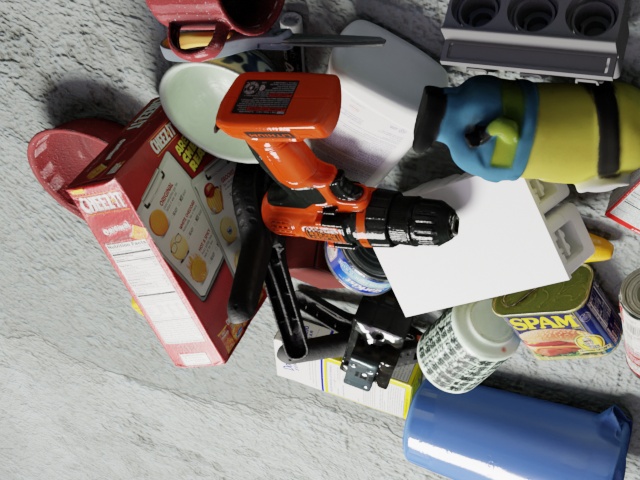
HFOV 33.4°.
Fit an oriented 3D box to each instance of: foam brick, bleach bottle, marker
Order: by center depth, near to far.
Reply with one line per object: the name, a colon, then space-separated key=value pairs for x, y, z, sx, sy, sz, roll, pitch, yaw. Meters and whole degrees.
marker: x=-0.022 y=-0.147 z=0.930 sx=0.020 sy=0.020 sz=0.121 roll=16 pitch=146 yaw=14
bleach bottle: x=0.017 y=-0.087 z=0.951 sx=0.102 sy=0.068 sz=0.251 roll=28 pitch=149 yaw=-7
foam brick: x=0.001 y=0.015 z=1.088 sx=0.051 sy=0.053 sz=0.078 roll=-6 pitch=159 yaw=38

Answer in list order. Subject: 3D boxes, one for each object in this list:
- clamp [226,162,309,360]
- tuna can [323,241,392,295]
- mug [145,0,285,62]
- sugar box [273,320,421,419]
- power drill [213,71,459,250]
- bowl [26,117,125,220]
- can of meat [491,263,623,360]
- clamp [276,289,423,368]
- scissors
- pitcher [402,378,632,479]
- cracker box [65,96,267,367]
clamp: x=-0.057 y=0.001 z=0.994 sx=0.036 sy=0.210 sz=0.164 roll=-12 pitch=166 yaw=14
tuna can: x=0.049 y=0.008 z=1.040 sx=0.086 sy=0.086 sz=0.034 roll=31 pitch=145 yaw=-9
mug: x=-0.087 y=-0.194 z=0.827 sx=0.082 sy=0.117 sz=0.093 roll=6 pitch=171 yaw=34
sugar box: x=0.032 y=0.154 z=1.292 sx=0.176 sy=0.048 sz=0.093 roll=20 pitch=147 yaw=15
power drill: x=0.009 y=-0.057 z=0.880 sx=0.185 sy=0.057 sz=0.187 roll=4 pitch=147 yaw=27
bowl: x=-0.225 y=-0.077 z=1.128 sx=0.162 sy=0.055 sz=0.162 roll=17 pitch=146 yaw=12
can of meat: x=0.232 y=0.071 z=1.035 sx=0.102 sy=0.057 sz=0.084 roll=-8 pitch=137 yaw=40
clamp: x=0.037 y=0.100 z=1.189 sx=0.171 sy=0.120 sz=0.039 roll=7 pitch=129 yaw=-6
scissors: x=-0.032 y=-0.168 z=0.853 sx=0.202 sy=0.096 sz=0.016 roll=-1 pitch=123 yaw=22
pitcher: x=0.221 y=0.245 z=1.214 sx=0.243 sy=0.149 sz=0.145 roll=14 pitch=158 yaw=22
cracker box: x=-0.128 y=-0.011 z=1.015 sx=0.072 sy=0.164 sz=0.213 roll=-9 pitch=121 yaw=32
